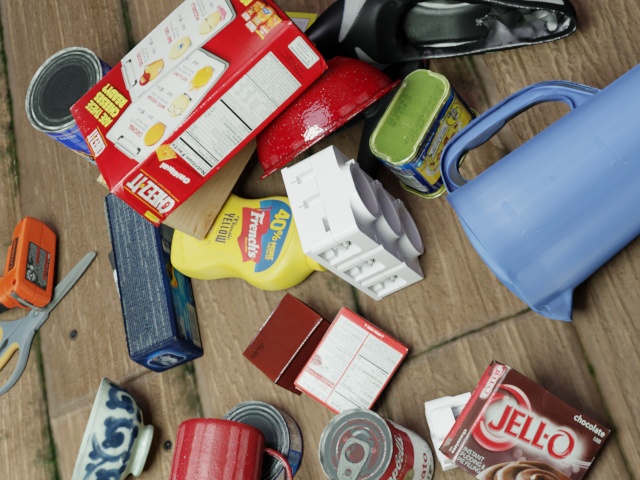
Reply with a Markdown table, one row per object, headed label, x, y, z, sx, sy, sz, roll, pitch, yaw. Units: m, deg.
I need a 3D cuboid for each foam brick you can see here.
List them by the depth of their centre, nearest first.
| label | x | y | z | sx | sy | sz | roll | pitch | yaw |
| --- | --- | --- | --- | --- | --- | --- | --- | --- | --- |
| foam brick | -0.026 | 0.100 | 1.034 | 0.053 | 0.051 | 0.078 | 37 | 90 | 35 |

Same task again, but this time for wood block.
| label | x | y | z | sx | sy | sz | roll | pitch | yaw |
| --- | --- | --- | --- | --- | --- | --- | --- | --- | --- |
| wood block | -0.122 | -0.118 | 1.085 | 0.090 | 0.090 | 0.206 | 23 | 79 | 35 |

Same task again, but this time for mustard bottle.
| label | x | y | z | sx | sy | sz | roll | pitch | yaw |
| --- | --- | --- | --- | --- | --- | --- | --- | --- | --- |
| mustard bottle | -0.057 | 0.001 | 1.086 | 0.192 | 0.058 | 0.096 | 9 | 70 | 30 |

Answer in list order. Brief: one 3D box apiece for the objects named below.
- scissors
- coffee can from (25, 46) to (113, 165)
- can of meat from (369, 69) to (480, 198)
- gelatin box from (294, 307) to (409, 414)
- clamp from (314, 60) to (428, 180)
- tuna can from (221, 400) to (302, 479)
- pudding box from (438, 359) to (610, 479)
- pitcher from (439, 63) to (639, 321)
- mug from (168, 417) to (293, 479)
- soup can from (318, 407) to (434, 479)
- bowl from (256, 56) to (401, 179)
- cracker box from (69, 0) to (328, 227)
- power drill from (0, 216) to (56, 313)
| label | x | y | z | sx | sy | sz | roll | pitch | yaw |
| --- | --- | --- | --- | --- | --- | --- | --- | --- | --- |
| scissors | -0.340 | 0.084 | 1.232 | 0.096 | 0.016 | 0.202 | 27 | 85 | 33 |
| coffee can | -0.243 | -0.138 | 1.192 | 0.103 | 0.140 | 0.103 | -10 | 66 | 24 |
| can of meat | 0.101 | -0.103 | 1.026 | 0.058 | 0.083 | 0.102 | 27 | 85 | 33 |
| gelatin box | 0.029 | 0.118 | 0.996 | 0.073 | 0.030 | 0.089 | 33 | 89 | 9 |
| clamp | 0.043 | -0.133 | 1.097 | 0.120 | 0.039 | 0.171 | 28 | 80 | 29 |
| tuna can | -0.061 | 0.199 | 1.024 | 0.086 | 0.033 | 0.086 | -10 | 66 | 25 |
| pudding box | 0.166 | 0.164 | 0.873 | 0.090 | 0.113 | 0.039 | -58 | 17 | -2 |
| pitcher | 0.231 | -0.063 | 0.913 | 0.243 | 0.149 | 0.145 | -38 | 29 | 6 |
| mug | -0.083 | 0.211 | 0.965 | 0.117 | 0.093 | 0.081 | 8 | 67 | -2 |
| soup can | 0.051 | 0.189 | 0.927 | 0.069 | 0.102 | 0.068 | -11 | 66 | 25 |
| bowl | -0.005 | -0.124 | 1.001 | 0.162 | 0.162 | 0.055 | -34 | 96 | 13 |
| cracker box | -0.114 | -0.138 | 0.974 | 0.214 | 0.072 | 0.164 | -43 | 41 | 6 |
| power drill | -0.397 | 0.038 | 1.251 | 0.188 | 0.057 | 0.184 | -21 | 56 | 25 |
